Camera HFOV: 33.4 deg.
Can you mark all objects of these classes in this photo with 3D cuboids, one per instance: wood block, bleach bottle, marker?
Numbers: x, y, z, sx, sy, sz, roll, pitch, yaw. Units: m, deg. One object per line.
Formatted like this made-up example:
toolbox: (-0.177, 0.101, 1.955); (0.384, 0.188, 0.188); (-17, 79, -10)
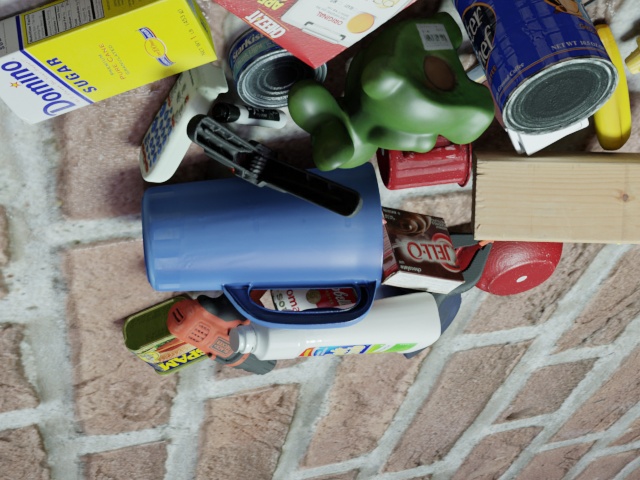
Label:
wood block: (0.269, -0.049, 1.159); (0.206, 0.091, 0.090); (2, -169, 5)
bleach bottle: (0.011, 0.105, 1.236); (0.250, 0.068, 0.103); (-3, 167, -29)
marker: (-0.065, -0.116, 0.989); (0.020, 0.020, 0.121); (-30, 171, 22)

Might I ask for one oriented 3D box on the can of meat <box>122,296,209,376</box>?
can of meat: (-0.187, 0.119, 1.344); (0.102, 0.057, 0.084); (-23, 148, 11)

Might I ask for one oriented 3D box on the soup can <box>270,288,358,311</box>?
soup can: (-0.004, 0.065, 1.331); (0.102, 0.068, 0.068); (-21, 151, 10)

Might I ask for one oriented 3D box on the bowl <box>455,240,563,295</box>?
bowl: (0.258, 0.028, 1.416); (0.162, 0.055, 0.162); (-13, 152, -7)

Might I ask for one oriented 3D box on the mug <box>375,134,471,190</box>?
mug: (0.104, -0.093, 1.074); (0.081, 0.093, 0.117); (-7, -166, -7)

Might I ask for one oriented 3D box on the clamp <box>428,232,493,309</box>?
clamp: (0.138, 0.038, 1.350); (0.171, 0.120, 0.039); (-44, -172, 0)

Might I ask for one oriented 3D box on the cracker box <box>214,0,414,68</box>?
cracker box: (0.024, -0.242, 0.807); (0.214, 0.072, 0.164); (-30, 148, 25)

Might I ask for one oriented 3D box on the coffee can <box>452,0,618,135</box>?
coffee can: (0.184, -0.178, 0.929); (0.102, 0.140, 0.103); (-13, 151, -7)

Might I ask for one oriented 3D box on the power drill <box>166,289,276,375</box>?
power drill: (-0.064, 0.069, 1.242); (0.188, 0.057, 0.184); (-48, 141, 6)

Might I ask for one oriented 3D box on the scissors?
scissors: (0.192, -0.187, 1.036); (0.201, 0.016, 0.096); (-32, -177, -9)

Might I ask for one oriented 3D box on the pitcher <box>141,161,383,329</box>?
pitcher: (-0.057, 0.001, 1.095); (0.242, 0.149, 0.145); (-4, 118, -5)

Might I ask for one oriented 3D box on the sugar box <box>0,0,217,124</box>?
sugar box: (-0.183, -0.158, 0.871); (0.176, 0.048, 0.093); (-21, 151, 5)

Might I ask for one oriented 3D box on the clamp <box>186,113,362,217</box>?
clamp: (-0.049, -0.066, 0.981); (0.164, 0.036, 0.210); (27, 179, -9)

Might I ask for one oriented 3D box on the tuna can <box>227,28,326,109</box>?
tuna can: (-0.038, -0.157, 0.961); (0.086, 0.034, 0.086); (-13, 151, -7)

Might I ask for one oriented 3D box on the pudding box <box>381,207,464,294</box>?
pudding box: (0.113, 0.013, 1.278); (0.113, 0.090, 0.039); (8, 143, -36)
